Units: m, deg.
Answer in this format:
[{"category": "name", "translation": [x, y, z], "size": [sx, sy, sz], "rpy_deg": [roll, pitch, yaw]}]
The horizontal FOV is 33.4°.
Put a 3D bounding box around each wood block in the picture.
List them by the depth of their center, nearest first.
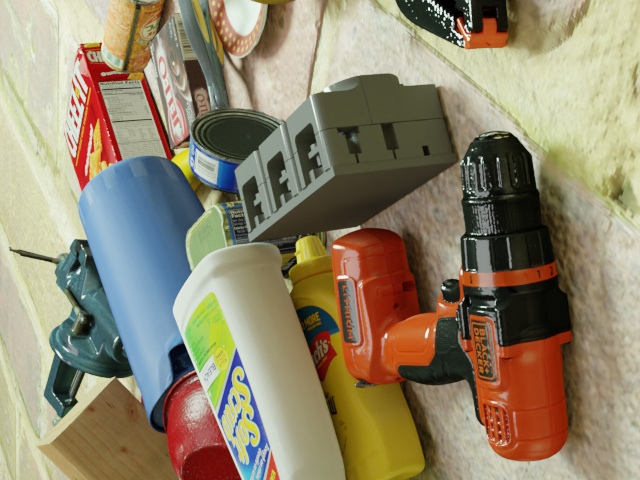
[{"category": "wood block", "translation": [-0.174, 0.244, 1.068], "size": [0.206, 0.090, 0.091], "rpy_deg": [47, 155, -8]}]

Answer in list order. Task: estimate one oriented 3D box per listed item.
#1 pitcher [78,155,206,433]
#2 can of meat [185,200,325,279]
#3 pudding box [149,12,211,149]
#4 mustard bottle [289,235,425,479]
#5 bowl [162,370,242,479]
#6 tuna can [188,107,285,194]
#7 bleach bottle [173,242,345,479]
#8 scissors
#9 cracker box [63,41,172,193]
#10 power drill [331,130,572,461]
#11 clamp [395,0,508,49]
[{"category": "pitcher", "translation": [-0.131, 0.048, 0.981], "size": [0.243, 0.144, 0.149], "rpy_deg": [62, 140, 28]}, {"category": "can of meat", "translation": [-0.056, 0.001, 0.877], "size": [0.102, 0.083, 0.057], "rpy_deg": [-40, 62, 61]}, {"category": "pudding box", "translation": [-0.128, -0.152, 1.029], "size": [0.090, 0.039, 0.113], "rpy_deg": [-22, 78, 64]}, {"category": "mustard bottle", "translation": [0.016, 0.087, 0.786], "size": [0.096, 0.058, 0.191], "rpy_deg": [-43, 58, 58]}, {"category": "bowl", "translation": [-0.059, 0.176, 0.852], "size": [0.055, 0.162, 0.162], "rpy_deg": [-66, -8, -51]}, {"category": "tuna can", "translation": [-0.065, -0.073, 0.872], "size": [0.086, 0.086, 0.034], "rpy_deg": [53, 143, 44]}, {"category": "bleach bottle", "translation": [-0.027, 0.132, 0.749], "size": [0.103, 0.067, 0.251], "rpy_deg": [-52, 55, 47]}, {"category": "scissors", "translation": [-0.096, -0.137, 0.926], "size": [0.096, 0.016, 0.202], "rpy_deg": [57, -160, -61]}, {"category": "cracker box", "translation": [-0.236, -0.096, 1.229], "size": [0.214, 0.072, 0.164], "rpy_deg": [67, 150, 29]}, {"category": "power drill", "translation": [0.074, 0.030, 0.651], "size": [0.188, 0.057, 0.184], "rpy_deg": [3, 100, 64]}, {"category": "clamp", "translation": [0.055, -0.194, 0.647], "size": [0.165, 0.036, 0.210], "rpy_deg": [-49, 55, 57]}]
